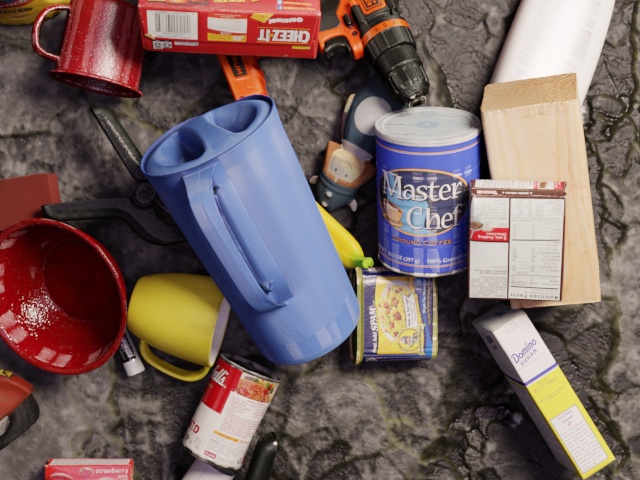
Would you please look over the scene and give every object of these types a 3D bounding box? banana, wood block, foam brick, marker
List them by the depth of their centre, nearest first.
[{"bbox_3d":[0.216,-0.048,1.040,0.090,0.090,0.206,-6,114,15],"label":"wood block"},{"bbox_3d":[-0.301,-0.037,1.066,0.078,0.051,0.053,-8,92,-4],"label":"foam brick"},{"bbox_3d":[-0.019,-0.037,1.077,0.198,0.070,0.037,44,63,9],"label":"banana"},{"bbox_3d":[-0.212,0.081,1.093,0.020,0.020,0.121,-22,94,-3],"label":"marker"}]

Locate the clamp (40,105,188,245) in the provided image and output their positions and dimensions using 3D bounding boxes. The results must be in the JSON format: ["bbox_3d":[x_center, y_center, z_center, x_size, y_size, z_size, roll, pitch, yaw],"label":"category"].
[{"bbox_3d":[-0.174,-0.056,1.045,0.171,0.039,0.120,18,92,-12],"label":"clamp"}]

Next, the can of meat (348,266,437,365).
[{"bbox_3d":[0.074,0.074,1.094,0.084,0.057,0.102,-1,93,-6],"label":"can of meat"}]

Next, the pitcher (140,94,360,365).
[{"bbox_3d":[-0.056,0.001,0.991,0.149,0.145,0.242,-42,120,-28],"label":"pitcher"}]

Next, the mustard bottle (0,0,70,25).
[{"bbox_3d":[-0.293,-0.243,0.987,0.096,0.191,0.058,-7,93,-4],"label":"mustard bottle"}]

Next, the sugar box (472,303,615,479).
[{"bbox_3d":[0.225,0.150,1.088,0.048,0.093,0.176,-30,95,-3],"label":"sugar box"}]

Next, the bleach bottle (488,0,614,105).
[{"bbox_3d":[0.260,-0.243,1.090,0.102,0.068,0.251,23,89,-4],"label":"bleach bottle"}]

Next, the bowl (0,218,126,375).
[{"bbox_3d":[-0.251,0.049,1.054,0.162,0.055,0.162,6,109,19],"label":"bowl"}]

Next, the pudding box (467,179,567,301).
[{"bbox_3d":[0.183,0.001,0.998,0.090,0.039,0.113,2,117,10],"label":"pudding box"}]

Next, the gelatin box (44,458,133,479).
[{"bbox_3d":[-0.237,0.262,1.094,0.089,0.030,0.073,1,92,-4],"label":"gelatin box"}]

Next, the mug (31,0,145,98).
[{"bbox_3d":[-0.223,-0.193,1.043,0.117,0.093,0.081,13,87,-25],"label":"mug"}]

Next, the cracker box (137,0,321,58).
[{"bbox_3d":[-0.084,-0.276,1.014,0.164,0.072,0.213,1,59,-5],"label":"cracker box"}]

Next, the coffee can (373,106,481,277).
[{"bbox_3d":[0.105,-0.049,1.045,0.102,0.103,0.140,-5,114,-4],"label":"coffee can"}]

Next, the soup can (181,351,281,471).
[{"bbox_3d":[-0.090,0.173,1.081,0.068,0.068,0.102,24,91,-5],"label":"soup can"}]

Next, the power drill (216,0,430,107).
[{"bbox_3d":[-0.003,-0.183,1.052,0.187,0.057,0.184,-22,67,-3],"label":"power drill"}]
